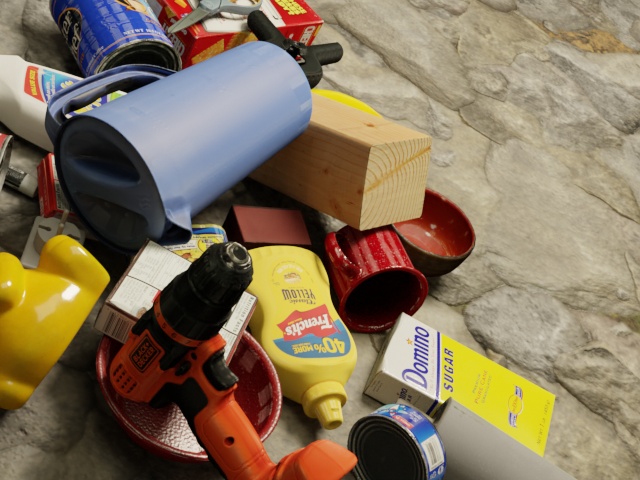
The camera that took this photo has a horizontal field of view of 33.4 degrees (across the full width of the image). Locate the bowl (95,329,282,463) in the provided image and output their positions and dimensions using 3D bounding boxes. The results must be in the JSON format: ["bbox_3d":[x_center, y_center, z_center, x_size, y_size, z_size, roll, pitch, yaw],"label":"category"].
[{"bbox_3d":[-0.116,0.129,0.898,0.162,0.055,0.162,17,41,-15],"label":"bowl"}]

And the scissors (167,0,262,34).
[{"bbox_3d":[-0.141,-0.279,1.228,0.096,0.016,0.201,40,35,16],"label":"scissors"}]

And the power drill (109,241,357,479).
[{"bbox_3d":[-0.060,0.111,0.776,0.188,0.185,0.057,51,42,10],"label":"power drill"}]

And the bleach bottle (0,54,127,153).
[{"bbox_3d":[-0.260,-0.124,1.079,0.250,0.068,0.102,20,42,-8],"label":"bleach bottle"}]

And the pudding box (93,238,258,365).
[{"bbox_3d":[-0.119,0.060,0.894,0.113,0.039,0.090,30,41,-4],"label":"pudding box"}]

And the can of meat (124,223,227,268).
[{"bbox_3d":[-0.128,0.032,0.989,0.102,0.057,0.084,-1,46,-21],"label":"can of meat"}]

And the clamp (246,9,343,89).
[{"bbox_3d":[-0.042,-0.213,1.207,0.120,0.039,0.171,20,26,2],"label":"clamp"}]

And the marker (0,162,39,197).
[{"bbox_3d":[-0.324,-0.076,1.019,0.121,0.020,0.020,27,39,-3],"label":"marker"}]

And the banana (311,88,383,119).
[{"bbox_3d":[-0.010,-0.153,1.288,0.197,0.037,0.069,-12,72,-38],"label":"banana"}]

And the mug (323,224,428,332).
[{"bbox_3d":[0.044,0.028,1.073,0.117,0.093,0.081,31,26,-41],"label":"mug"}]

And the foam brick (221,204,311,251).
[{"bbox_3d":[-0.057,0.001,1.075,0.078,0.053,0.051,2,46,-29],"label":"foam brick"}]

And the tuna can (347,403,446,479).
[{"bbox_3d":[0.066,0.186,0.926,0.033,0.086,0.086,-21,61,-46],"label":"tuna can"}]

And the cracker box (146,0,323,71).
[{"bbox_3d":[-0.129,-0.289,1.330,0.213,0.072,0.164,-18,60,-44],"label":"cracker box"}]

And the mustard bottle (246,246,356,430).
[{"bbox_3d":[-0.019,0.092,0.996,0.096,0.058,0.192,1,47,-29],"label":"mustard bottle"}]

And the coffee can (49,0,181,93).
[{"bbox_3d":[-0.227,-0.225,1.174,0.102,0.103,0.140,-6,51,-36],"label":"coffee can"}]

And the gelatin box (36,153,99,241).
[{"bbox_3d":[-0.224,-0.038,1.017,0.089,0.030,0.073,16,43,-35],"label":"gelatin box"}]

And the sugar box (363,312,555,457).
[{"bbox_3d":[0.138,0.149,1.041,0.176,0.048,0.093,30,39,-2],"label":"sugar box"}]

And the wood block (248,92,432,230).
[{"bbox_3d":[0.007,-0.092,1.120,0.090,0.090,0.206,-12,28,-40],"label":"wood block"}]

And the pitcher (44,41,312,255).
[{"bbox_3d":[-0.125,-0.104,0.995,0.242,0.145,0.149,-38,116,-42],"label":"pitcher"}]
